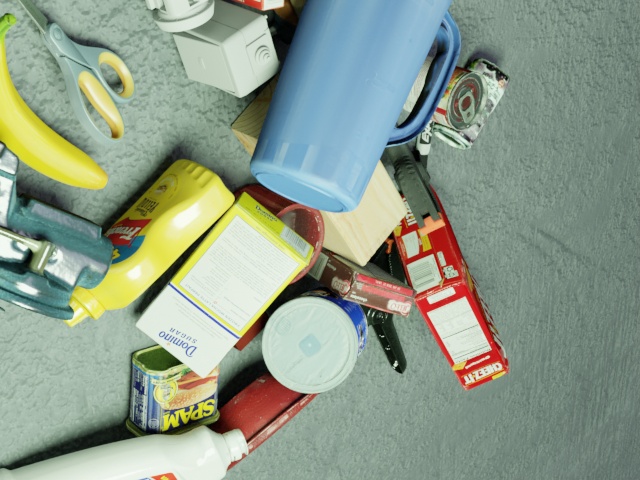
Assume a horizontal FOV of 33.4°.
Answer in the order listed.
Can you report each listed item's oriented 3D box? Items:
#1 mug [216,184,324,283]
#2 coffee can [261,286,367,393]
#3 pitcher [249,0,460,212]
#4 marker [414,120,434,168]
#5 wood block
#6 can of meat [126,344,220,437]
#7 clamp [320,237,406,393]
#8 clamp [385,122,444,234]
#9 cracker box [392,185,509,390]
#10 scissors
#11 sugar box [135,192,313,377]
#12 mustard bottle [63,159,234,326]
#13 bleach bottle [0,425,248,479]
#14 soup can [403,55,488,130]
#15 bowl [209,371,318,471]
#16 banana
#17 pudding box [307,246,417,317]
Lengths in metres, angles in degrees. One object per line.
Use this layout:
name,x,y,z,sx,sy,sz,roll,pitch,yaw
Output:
mug,-0.057,0.001,1.136,0.093,0.082,0.117,-15,122,-41
coffee can,-0.003,0.107,1.190,0.140,0.103,0.103,-18,132,-83
pitcher,0.033,-0.149,1.000,0.145,0.149,0.243,59,51,-75
marker,0.128,-0.137,1.300,0.020,0.020,0.121,-16,123,-40
wood block,0.004,-0.076,1.150,0.090,0.091,0.206,-50,138,-14
can of meat,-0.155,0.157,1.143,0.101,0.058,0.084,-14,119,-41
clamp,0.055,0.095,1.342,0.164,0.036,0.210,-15,120,-39
clamp,0.107,-0.072,1.227,0.039,0.171,0.120,-28,148,19
cracker box,0.159,0.060,1.330,0.072,0.164,0.213,-23,136,10
scissors,-0.216,-0.176,0.913,0.201,0.016,0.096,64,30,-23
sugar box,-0.097,0.046,1.069,0.176,0.093,0.048,-47,-172,25
mustard bottle,-0.173,0.007,1.008,0.191,0.096,0.058,-47,123,-16
bleach bottle,-0.196,0.241,1.083,0.250,0.068,0.102,-17,130,-18
soup can,0.130,-0.172,1.218,0.068,0.102,0.068,-24,127,-36
bowl,-0.074,0.199,1.219,0.162,0.055,0.162,-39,171,-8
banana,-0.247,-0.103,0.896,0.197,0.070,0.037,68,24,-50
pudding box,0.044,0.046,1.228,0.089,0.114,0.039,19,98,-29
